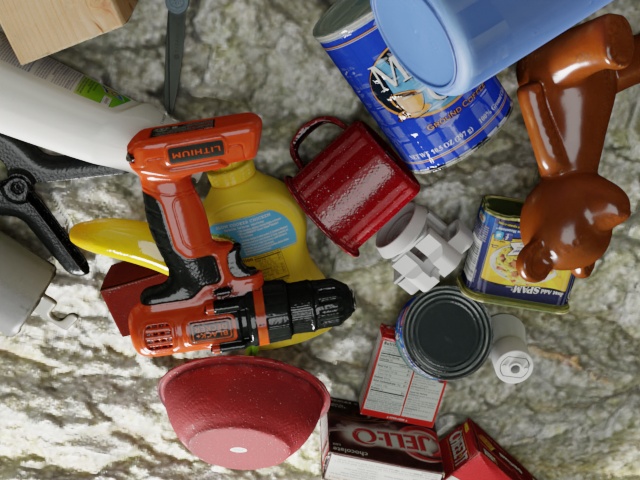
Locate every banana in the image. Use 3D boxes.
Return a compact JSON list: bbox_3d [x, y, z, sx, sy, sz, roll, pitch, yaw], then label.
[{"bbox_3d":[-0.115,0.030,0.901,0.197,0.037,0.070,37,106,-13],"label":"banana"}]

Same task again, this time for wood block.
[{"bbox_3d":[-0.223,-0.252,0.799,0.091,0.090,0.206,-20,114,7],"label":"wood block"}]

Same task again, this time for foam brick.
[{"bbox_3d":[-0.149,0.045,0.957,0.078,0.051,0.053,-16,115,5],"label":"foam brick"}]

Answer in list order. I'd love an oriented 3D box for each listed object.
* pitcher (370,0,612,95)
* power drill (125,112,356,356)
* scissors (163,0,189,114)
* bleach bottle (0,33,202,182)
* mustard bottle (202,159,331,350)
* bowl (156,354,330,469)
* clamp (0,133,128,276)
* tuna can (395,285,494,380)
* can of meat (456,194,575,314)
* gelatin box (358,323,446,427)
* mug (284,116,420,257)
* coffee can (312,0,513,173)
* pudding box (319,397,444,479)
[{"bbox_3d":[0.155,-0.215,0.750,0.242,0.145,0.149,-36,106,-15],"label":"pitcher"},{"bbox_3d":[-0.071,-0.002,0.843,0.184,0.057,0.188,-9,106,-5],"label":"power drill"},{"bbox_3d":[-0.132,-0.208,0.862,0.096,0.016,0.202,21,112,-9],"label":"scissors"},{"bbox_3d":[-0.210,-0.105,0.858,0.250,0.102,0.068,23,113,-12],"label":"bleach bottle"},{"bbox_3d":[-0.056,0.001,0.936,0.096,0.058,0.191,-14,115,11],"label":"mustard bottle"},{"bbox_3d":[-0.072,0.166,0.973,0.162,0.055,0.162,2,145,1],"label":"bowl"},{"bbox_3d":[-0.246,-0.056,0.916,0.171,0.039,0.120,32,100,-15],"label":"clamp"},{"bbox_3d":[0.112,0.085,0.972,0.086,0.034,0.086,1,81,-10],"label":"tuna can"},{"bbox_3d":[0.181,0.012,0.950,0.102,0.057,0.084,9,112,-7],"label":"can of meat"},{"bbox_3d":[0.082,0.128,1.014,0.073,0.030,0.089,12,111,-6],"label":"gelatin box"},{"bbox_3d":[0.023,-0.056,0.905,0.081,0.093,0.117,-42,73,11],"label":"mug"},{"bbox_3d":[0.075,-0.139,0.853,0.103,0.103,0.140,-33,112,12],"label":"coffee can"},{"bbox_3d":[0.056,0.196,1.012,0.113,0.090,0.039,10,114,-6],"label":"pudding box"}]
